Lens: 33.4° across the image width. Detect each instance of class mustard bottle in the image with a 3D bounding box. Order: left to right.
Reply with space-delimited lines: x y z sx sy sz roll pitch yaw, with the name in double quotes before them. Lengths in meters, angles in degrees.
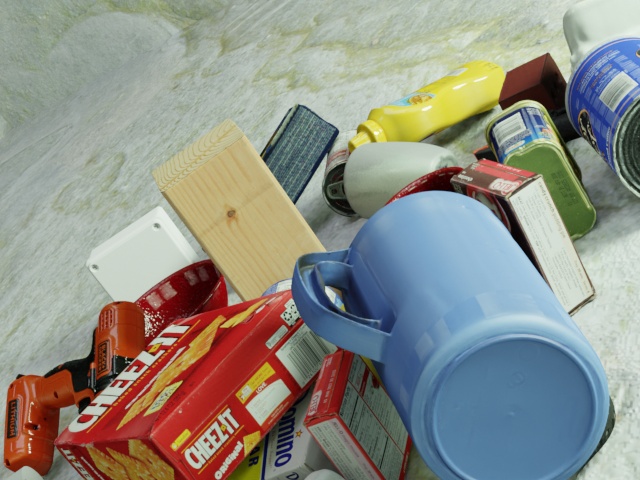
"mustard bottle" 0.111 -0.140 1.187 0.191 0.058 0.096 -28 16 -23

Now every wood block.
"wood block" -0.056 0.001 0.991 0.091 0.206 0.090 -35 21 -2

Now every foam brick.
"foam brick" 0.222 -0.149 1.106 0.051 0.053 0.078 -22 25 30

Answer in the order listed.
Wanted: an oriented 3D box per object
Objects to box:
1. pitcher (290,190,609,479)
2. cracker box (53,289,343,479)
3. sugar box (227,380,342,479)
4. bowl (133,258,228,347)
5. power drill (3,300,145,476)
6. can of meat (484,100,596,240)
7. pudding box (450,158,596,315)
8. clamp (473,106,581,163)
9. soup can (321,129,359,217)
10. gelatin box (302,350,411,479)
"pitcher" 0.080 0.058 0.667 0.149 0.145 0.243 -33 15 5
"cracker box" -0.103 0.123 0.842 0.164 0.072 0.214 -45 15 -31
"sugar box" -0.053 0.173 0.815 0.176 0.048 0.093 -32 23 33
"bowl" -0.156 0.091 1.159 0.162 0.055 0.162 -30 20 12
"power drill" -0.239 0.172 1.063 0.188 0.057 0.184 -29 49 31
"can of meat" 0.185 -0.056 0.896 0.057 0.102 0.084 -29 24 15
"pudding box" 0.153 -0.003 0.812 0.039 0.113 0.090 -35 20 -9
"clamp" 0.224 -0.105 1.018 0.172 0.039 0.120 -29 3 23
"soup can" 0.038 -0.078 1.213 0.069 0.068 0.102 -29 21 17
"gelatin box" 0.028 0.131 0.748 0.030 0.089 0.073 -25 23 26
